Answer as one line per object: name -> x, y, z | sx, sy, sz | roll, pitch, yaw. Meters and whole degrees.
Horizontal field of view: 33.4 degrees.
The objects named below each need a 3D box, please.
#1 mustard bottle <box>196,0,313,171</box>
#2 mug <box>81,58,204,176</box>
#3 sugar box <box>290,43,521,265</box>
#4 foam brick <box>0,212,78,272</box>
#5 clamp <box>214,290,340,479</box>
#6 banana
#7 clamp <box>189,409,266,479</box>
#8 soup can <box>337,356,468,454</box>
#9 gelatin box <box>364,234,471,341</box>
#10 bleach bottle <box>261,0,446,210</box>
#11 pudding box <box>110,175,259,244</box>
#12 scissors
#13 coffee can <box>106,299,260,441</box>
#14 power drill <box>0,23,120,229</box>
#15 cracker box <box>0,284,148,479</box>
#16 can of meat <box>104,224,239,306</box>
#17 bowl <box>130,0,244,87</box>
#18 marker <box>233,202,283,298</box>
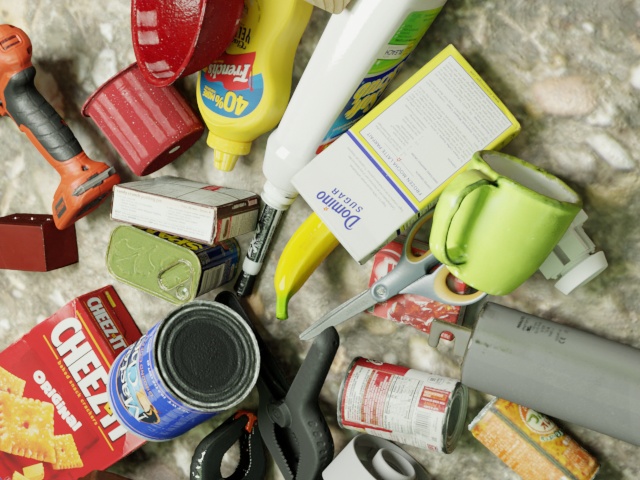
mustard bottle -> -0.067, -0.155, 0.966 | 0.096, 0.058, 0.192 | 27, 112, 32
mug -> -0.168, -0.110, 1.014 | 0.081, 0.093, 0.117 | 53, 147, 2
sugar box -> 0.071, -0.070, 0.892 | 0.176, 0.048, 0.093 | -40, 81, 3
foam brick -> -0.301, 0.001, 1.112 | 0.078, 0.052, 0.051 | 3, 102, 24
clamp -> -0.024, 0.152, 0.994 | 0.165, 0.036, 0.210 | 6, 115, 51
banana -> 0.024, -0.013, 0.950 | 0.198, 0.037, 0.070 | -44, 55, 8
clamp -> -0.093, 0.255, 1.046 | 0.039, 0.120, 0.171 | 11, 69, 55
soup can -> 0.074, 0.147, 0.958 | 0.102, 0.068, 0.068 | 11, 105, 22
gelatin box -> 0.088, 0.040, 0.950 | 0.089, 0.030, 0.073 | 18, 107, 21
bleach bottle -> 0.020, -0.132, 0.919 | 0.068, 0.102, 0.251 | 40, 120, 15
pudding box -> -0.126, -0.030, 1.002 | 0.114, 0.089, 0.039 | 11, 104, 22
scissors -> 0.073, 0.052, 0.933 | 0.096, 0.016, 0.202 | 46, 114, 11
coffee can -> -0.131, 0.125, 0.999 | 0.103, 0.102, 0.141 | 58, 146, 4
power drill -> -0.286, -0.105, 1.056 | 0.187, 0.057, 0.185 | 54, 152, -4
cracker box -> -0.268, 0.172, 1.120 | 0.214, 0.072, 0.164 | -34, 86, 26
can of meat -> -0.139, 0.016, 1.021 | 0.102, 0.083, 0.057 | 21, 108, 20
bowl -> -0.110, -0.210, 0.924 | 0.162, 0.055, 0.162 | -6, 83, 58
marker -> -0.057, 0.001, 1.016 | 0.020, 0.020, 0.121 | 28, 111, 17
